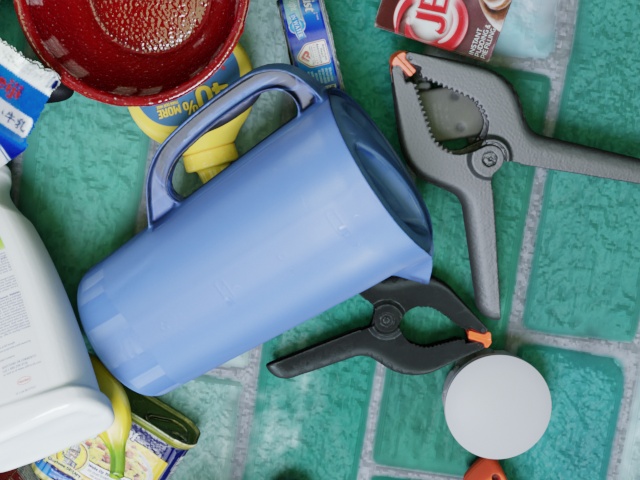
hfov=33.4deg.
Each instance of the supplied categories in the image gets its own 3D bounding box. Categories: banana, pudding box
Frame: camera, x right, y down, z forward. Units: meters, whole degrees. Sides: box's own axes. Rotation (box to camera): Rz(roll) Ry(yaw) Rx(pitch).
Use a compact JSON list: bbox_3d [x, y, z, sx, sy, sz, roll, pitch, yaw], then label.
[{"bbox_3d":[-0.209,0.098,0.769,0.198,0.037,0.069,23,60,18],"label":"banana"},{"bbox_3d":[0.098,-0.197,0.781,0.090,0.039,0.113,17,107,-3],"label":"pudding box"}]

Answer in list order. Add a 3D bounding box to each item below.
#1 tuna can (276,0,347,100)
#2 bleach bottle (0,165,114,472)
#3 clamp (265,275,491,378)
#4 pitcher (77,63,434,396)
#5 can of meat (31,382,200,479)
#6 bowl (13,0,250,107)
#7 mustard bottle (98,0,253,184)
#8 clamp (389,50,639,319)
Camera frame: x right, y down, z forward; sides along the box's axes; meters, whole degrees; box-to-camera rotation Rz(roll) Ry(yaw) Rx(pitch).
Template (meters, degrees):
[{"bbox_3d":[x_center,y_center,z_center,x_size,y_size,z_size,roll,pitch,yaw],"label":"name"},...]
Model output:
[{"bbox_3d":[-0.006,-0.137,0.772,0.034,0.086,0.086,-14,97,2],"label":"tuna can"},{"bbox_3d":[-0.226,0.028,0.749,0.102,0.068,0.251,-23,63,2],"label":"bleach bottle"},{"bbox_3d":[0.045,0.049,0.819,0.171,0.039,0.120,2,98,-1],"label":"clamp"},{"bbox_3d":[-0.055,0.001,0.749,0.243,0.144,0.149,-31,59,17],"label":"pitcher"},{"bbox_3d":[-0.158,0.159,0.818,0.102,0.057,0.084,33,97,-4],"label":"can of meat"},{"bbox_3d":[-0.122,-0.172,0.722,0.162,0.055,0.162,1,99,6],"label":"bowl"},{"bbox_3d":[-0.100,-0.127,0.786,0.096,0.058,0.191,-15,97,2],"label":"mustard bottle"},{"bbox_3d":[0.119,-0.052,0.789,0.210,0.036,0.164,39,98,-9],"label":"clamp"}]
